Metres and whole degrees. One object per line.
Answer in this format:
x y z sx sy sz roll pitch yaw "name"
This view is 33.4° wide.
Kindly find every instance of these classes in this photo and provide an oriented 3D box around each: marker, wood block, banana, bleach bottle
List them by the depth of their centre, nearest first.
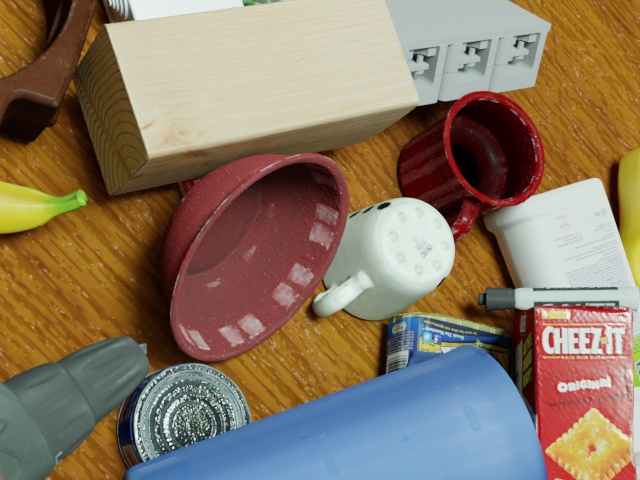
-0.247 -0.044 0.655 0.197 0.070 0.037 21 36 -32 "banana"
-0.049 -0.103 0.729 0.205 0.090 0.091 -15 83 -29 "wood block"
0.183 0.045 0.824 0.121 0.020 0.020 0 73 8 "marker"
0.220 0.081 0.870 0.102 0.068 0.251 -16 87 -25 "bleach bottle"

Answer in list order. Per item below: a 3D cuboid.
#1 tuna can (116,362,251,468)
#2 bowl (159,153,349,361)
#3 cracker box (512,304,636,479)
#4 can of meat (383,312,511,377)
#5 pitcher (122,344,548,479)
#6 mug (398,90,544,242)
-0.090 0.125 0.712 0.086 0.034 0.086 8 73 -25 "tuna can"
-0.055 0.001 0.722 0.055 0.162 0.161 36 55 29 "bowl"
0.176 0.155 0.744 0.072 0.164 0.214 0 84 5 "cracker box"
0.095 0.105 0.801 0.102 0.058 0.084 15 68 -23 "can of meat"
0.011 0.165 0.649 0.242 0.149 0.145 -15 94 -18 "pitcher"
0.112 -0.050 0.838 0.093 0.082 0.117 23 66 -20 "mug"
